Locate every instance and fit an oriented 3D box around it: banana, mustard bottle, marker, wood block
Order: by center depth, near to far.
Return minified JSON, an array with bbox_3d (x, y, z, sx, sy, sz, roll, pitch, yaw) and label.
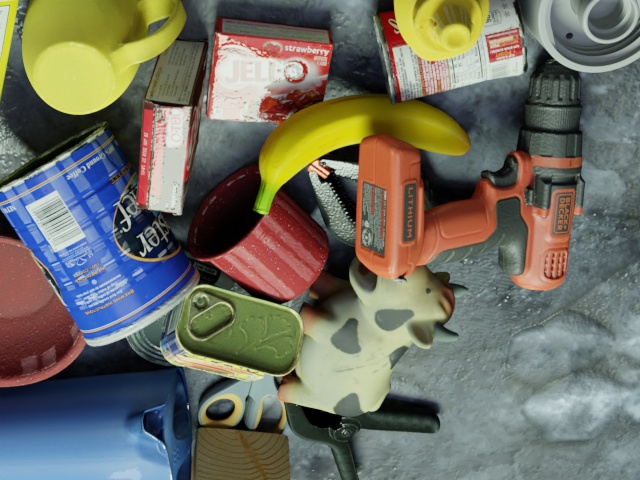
[{"bbox_3d":[0.069,-0.171,0.688,0.058,0.191,0.096,-12,126,3],"label":"mustard bottle"},{"bbox_3d":[0.030,-0.079,0.819,0.197,0.037,0.069,-17,118,-24],"label":"banana"},{"bbox_3d":[-0.129,0.013,0.909,0.121,0.020,0.020,23,120,-19],"label":"marker"},{"bbox_3d":[-0.090,0.288,1.054,0.090,0.091,0.206,6,129,-9],"label":"wood block"}]

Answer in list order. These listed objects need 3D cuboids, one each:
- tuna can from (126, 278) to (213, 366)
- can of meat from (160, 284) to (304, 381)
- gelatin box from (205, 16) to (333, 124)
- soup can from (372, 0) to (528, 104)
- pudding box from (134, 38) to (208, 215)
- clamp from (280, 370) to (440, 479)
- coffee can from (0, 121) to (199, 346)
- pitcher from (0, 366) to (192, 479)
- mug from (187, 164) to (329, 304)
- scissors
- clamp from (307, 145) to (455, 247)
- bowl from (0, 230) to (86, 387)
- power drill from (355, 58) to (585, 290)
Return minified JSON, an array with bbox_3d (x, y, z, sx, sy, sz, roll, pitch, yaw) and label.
[{"bbox_3d":[-0.128,0.068,0.939,0.086,0.034,0.086,-2,126,-3],"label":"tuna can"},{"bbox_3d":[-0.075,0.079,0.872,0.102,0.057,0.084,16,162,-16],"label":"can of meat"},{"bbox_3d":[-0.040,-0.126,0.810,0.089,0.030,0.073,5,125,-9],"label":"gelatin box"},{"bbox_3d":[0.095,-0.144,0.786,0.102,0.068,0.068,-12,126,3],"label":"soup can"},{"bbox_3d":[-0.108,-0.086,0.782,0.039,0.113,0.090,8,124,-6],"label":"pudding box"},{"bbox_3d":[0.019,0.180,1.026,0.171,0.039,0.120,29,110,-26],"label":"clamp"},{"bbox_3d":[-0.172,-0.005,0.818,0.103,0.102,0.140,-26,106,13],"label":"coffee can"},{"bbox_3d":[-0.238,0.190,0.970,0.243,0.145,0.149,-3,114,1],"label":"pitcher"},{"bbox_3d":[-0.056,0.001,0.872,0.117,0.093,0.081,-11,138,42],"label":"mug"},{"bbox_3d":[-0.069,0.116,0.988,0.096,0.016,0.202,-3,126,-5],"label":"scissors"},{"bbox_3d":[0.065,-0.008,0.900,0.209,0.036,0.165,29,123,-21],"label":"clamp"},{"bbox_3d":[-0.272,0.046,0.898,0.162,0.055,0.162,-2,125,-3],"label":"bowl"},{"bbox_3d":[0.120,-0.046,0.811,0.187,0.057,0.184,-5,104,-27],"label":"power drill"}]
